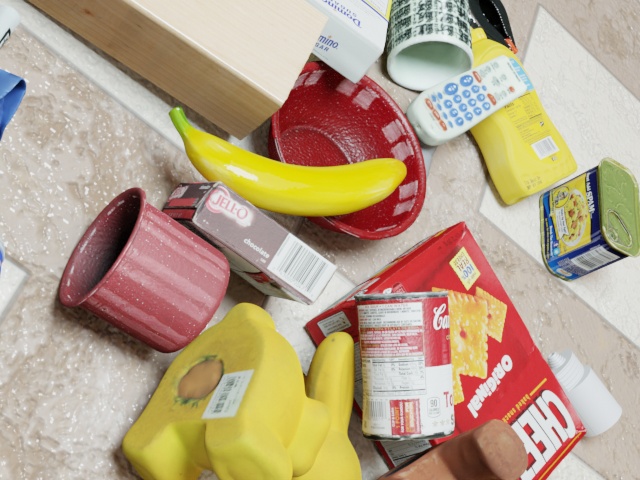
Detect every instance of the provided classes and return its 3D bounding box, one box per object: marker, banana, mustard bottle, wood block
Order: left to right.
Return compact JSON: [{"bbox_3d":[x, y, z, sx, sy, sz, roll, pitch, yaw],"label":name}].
[{"bbox_3d":[-0.242,-0.118,0.735,0.020,0.020,0.121,37,50,-20],"label":"marker"},{"bbox_3d":[-0.111,-0.176,0.798,0.206,0.090,0.090,32,66,-15],"label":"wood block"},{"bbox_3d":[-0.018,-0.050,0.797,0.197,0.037,0.069,13,67,-25],"label":"banana"},{"bbox_3d":[0.177,-0.136,1.061,0.096,0.058,0.191,-25,86,-38],"label":"mustard bottle"}]

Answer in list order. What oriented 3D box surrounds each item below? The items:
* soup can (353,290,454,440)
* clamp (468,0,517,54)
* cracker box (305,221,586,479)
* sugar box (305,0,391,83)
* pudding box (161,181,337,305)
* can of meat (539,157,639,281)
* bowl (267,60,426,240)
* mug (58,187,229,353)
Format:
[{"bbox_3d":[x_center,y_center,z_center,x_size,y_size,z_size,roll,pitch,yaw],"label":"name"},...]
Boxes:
[{"bbox_3d":[0.060,0.088,0.764,0.068,0.069,0.102,0,86,-39],"label":"soup can"},{"bbox_3d":[0.144,-0.260,1.108,0.120,0.039,0.171,-29,89,-42],"label":"clamp"},{"bbox_3d":[0.109,0.113,0.874,0.163,0.072,0.214,-32,92,-43],"label":"cracker box"},{"bbox_3d":[0.015,-0.212,0.934,0.093,0.048,0.176,35,34,-13],"label":"sugar box"},{"bbox_3d":[-0.055,0.001,0.780,0.113,0.090,0.039,38,78,-21],"label":"pudding box"},{"bbox_3d":[0.266,-0.018,1.059,0.057,0.084,0.102,23,56,-30],"label":"can of meat"},{"bbox_3d":[0.012,-0.067,0.893,0.161,0.055,0.162,18,59,-32],"label":"bowl"},{"bbox_3d":[-0.119,0.019,0.733,0.081,0.093,0.117,35,14,-27],"label":"mug"}]
